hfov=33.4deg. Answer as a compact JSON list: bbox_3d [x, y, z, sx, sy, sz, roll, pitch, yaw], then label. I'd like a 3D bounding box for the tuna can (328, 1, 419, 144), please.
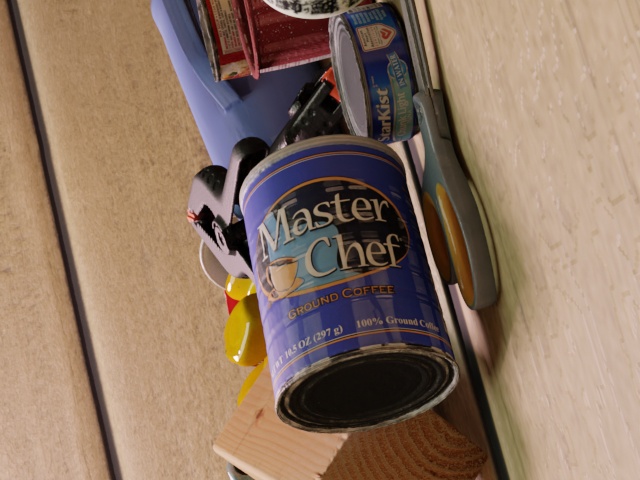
[{"bbox_3d":[0.032,-0.099,0.643,0.086,0.033,0.086,167,90,-83],"label":"tuna can"}]

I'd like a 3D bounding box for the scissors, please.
[{"bbox_3d":[0.058,-0.059,0.582,0.096,0.016,0.202,112,144,-79],"label":"scissors"}]

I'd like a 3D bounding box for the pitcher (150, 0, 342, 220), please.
[{"bbox_3d":[-0.063,-0.137,0.933,0.145,0.149,0.243,115,141,-54],"label":"pitcher"}]

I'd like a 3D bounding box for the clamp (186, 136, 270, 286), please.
[{"bbox_3d":[-0.055,0.001,0.812,0.210,0.036,0.164,10,122,68],"label":"clamp"}]

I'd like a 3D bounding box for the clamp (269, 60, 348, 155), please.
[{"bbox_3d":[-0.009,-0.084,0.769,0.120,0.039,0.171,-63,6,-4],"label":"clamp"}]

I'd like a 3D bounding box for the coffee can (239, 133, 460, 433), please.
[{"bbox_3d":[0.013,0.025,0.612,0.103,0.102,0.140,87,173,-58],"label":"coffee can"}]

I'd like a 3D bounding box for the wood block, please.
[{"bbox_3d":[0.011,0.144,0.731,0.090,0.090,0.206,38,166,-16],"label":"wood block"}]

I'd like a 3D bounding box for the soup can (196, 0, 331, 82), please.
[{"bbox_3d":[-0.034,-0.159,0.778,0.068,0.102,0.068,166,90,-84],"label":"soup can"}]

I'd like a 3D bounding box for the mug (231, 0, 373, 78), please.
[{"bbox_3d":[-0.015,-0.168,0.689,0.093,0.081,0.117,-111,10,-48],"label":"mug"}]
